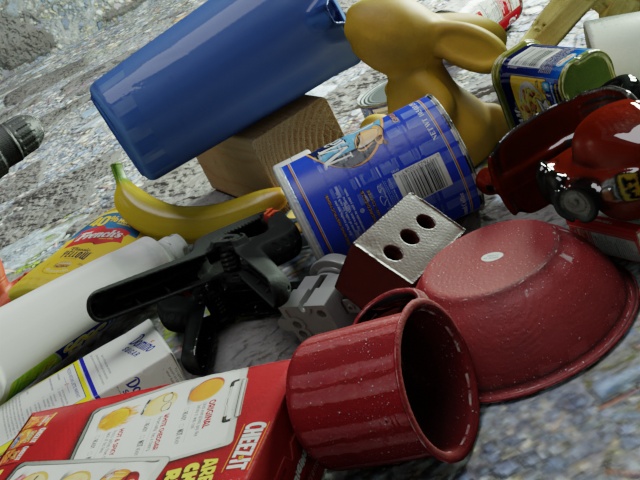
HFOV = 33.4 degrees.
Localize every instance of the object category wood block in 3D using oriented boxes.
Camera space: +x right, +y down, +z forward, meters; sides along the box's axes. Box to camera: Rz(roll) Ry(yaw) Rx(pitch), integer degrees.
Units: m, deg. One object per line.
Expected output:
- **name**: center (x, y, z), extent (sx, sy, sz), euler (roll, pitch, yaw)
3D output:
- **wood block**: center (-0.058, -0.098, 1.113), extent (0.090, 0.090, 0.206), euler (-34, 24, -17)

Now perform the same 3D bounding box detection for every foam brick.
- **foam brick**: center (0.056, 0.014, 0.763), extent (0.053, 0.051, 0.078), euler (36, 48, 14)

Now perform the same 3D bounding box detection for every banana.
- **banana**: center (-0.126, -0.030, 1.034), extent (0.198, 0.070, 0.037), euler (10, 12, 20)

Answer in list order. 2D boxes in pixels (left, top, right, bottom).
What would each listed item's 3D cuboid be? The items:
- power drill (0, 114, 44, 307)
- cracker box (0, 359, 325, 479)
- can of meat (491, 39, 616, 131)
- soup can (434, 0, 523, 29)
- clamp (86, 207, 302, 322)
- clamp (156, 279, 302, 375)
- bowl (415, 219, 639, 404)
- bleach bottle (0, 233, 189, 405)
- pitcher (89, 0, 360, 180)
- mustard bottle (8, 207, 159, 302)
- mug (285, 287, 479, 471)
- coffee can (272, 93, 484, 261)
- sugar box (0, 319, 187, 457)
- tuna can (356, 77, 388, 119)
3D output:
- **power drill**: center (-0.327, -0.014, 1.090), extent (0.184, 0.187, 0.057), euler (-36, 23, -18)
- **cracker box**: center (-0.113, 0.161, 0.631), extent (0.214, 0.072, 0.164), euler (-14, 26, 25)
- **can of meat**: center (0.192, -0.105, 0.845), extent (0.057, 0.102, 0.084), euler (-33, 25, -17)
- **soup can**: center (0.179, -0.258, 1.235), extent (0.069, 0.068, 0.102), euler (2, 36, 49)
- **clamp**: center (-0.082, 0.017, 0.858), extent (0.165, 0.036, 0.209), euler (-7, 16, 15)
- **clamp**: center (-0.077, 0.051, 0.878), extent (0.120, 0.039, 0.172), euler (-21, 23, -16)
- **bowl**: center (0.117, 0.033, 0.684), extent (0.162, 0.055, 0.162), euler (-22, 23, 9)
- **bleach bottle**: center (-0.209, 0.058, 0.922), extent (0.250, 0.068, 0.103), euler (-35, -7, -39)
- **pitcher**: center (-0.094, -0.165, 1.024), extent (0.242, 0.149, 0.145), euler (-34, 65, -7)
- **mustard bottle**: center (-0.217, 0.016, 1.073), extent (0.096, 0.058, 0.191), euler (3, 34, 32)
- **mug**: center (0.036, 0.078, 0.621), extent (0.082, 0.093, 0.117), euler (-17, 46, 32)
- **coffee can**: center (0.046, -0.042, 0.859), extent (0.140, 0.103, 0.103), euler (-26, 22, 0)
- **sugar box**: center (-0.189, 0.132, 0.812), extent (0.176, 0.048, 0.093), euler (-28, 20, -11)
- **tuna can**: center (0.085, -0.152, 1.148), extent (0.086, 0.033, 0.086), euler (-22, 23, 10)
